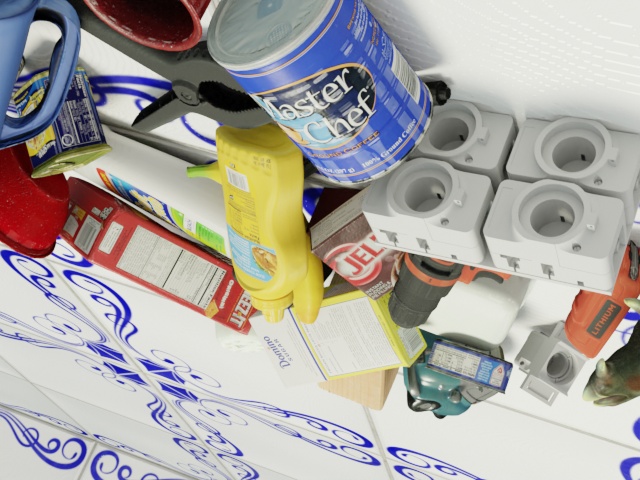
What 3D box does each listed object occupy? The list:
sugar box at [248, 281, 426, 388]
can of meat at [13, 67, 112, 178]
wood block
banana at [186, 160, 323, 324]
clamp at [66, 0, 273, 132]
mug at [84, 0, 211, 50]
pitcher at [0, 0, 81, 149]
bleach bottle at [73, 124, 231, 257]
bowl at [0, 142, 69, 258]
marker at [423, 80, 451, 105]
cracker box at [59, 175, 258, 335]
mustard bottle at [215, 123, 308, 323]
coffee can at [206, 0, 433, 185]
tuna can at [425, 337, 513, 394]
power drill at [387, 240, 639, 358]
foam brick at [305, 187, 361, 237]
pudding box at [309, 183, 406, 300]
[{"bbox_3d":[0.015,0.095,1.107,0.177,0.048,0.093,-15,107,43],"label":"sugar box"},{"bbox_3d":[-0.250,-0.113,1.022,0.102,0.057,0.084,-15,91,56],"label":"can of meat"},{"bbox_3d":[0.048,0.120,1.259,0.091,0.090,0.206,20,158,11],"label":"wood block"},{"bbox_3d":[-0.045,-0.011,1.043,0.070,0.037,0.198,-34,98,21],"label":"banana"},{"bbox_3d":[-0.114,-0.142,0.900,0.210,0.036,0.164,9,151,31],"label":"clamp"},{"bbox_3d":[-0.118,-0.195,0.725,0.117,0.081,0.093,23,158,0],"label":"mug"},{"bbox_3d":[-0.309,-0.124,0.887,0.149,0.144,0.243,36,130,13],"label":"pitcher"},{"bbox_3d":[-0.174,-0.060,1.112,0.251,0.068,0.102,25,163,5],"label":"bleach bottle"},{"bbox_3d":[-0.308,-0.063,1.090,0.055,0.162,0.162,-34,133,12],"label":"bowl"},{"bbox_3d":[0.048,-0.113,0.828,0.121,0.020,0.020,5,151,39],"label":"marker"},{"bbox_3d":[-0.182,0.015,1.194,0.213,0.072,0.164,29,178,-33],"label":"cracker box"},{"bbox_3d":[-0.050,-0.009,0.976,0.096,0.058,0.192,27,130,45],"label":"mustard bottle"},{"bbox_3d":[0.002,-0.120,0.748,0.103,0.102,0.140,4,151,40],"label":"coffee can"},{"bbox_3d":[0.153,0.129,1.096,0.086,0.034,0.086,19,176,1],"label":"tuna can"},{"bbox_3d":[0.165,0.034,0.917,0.187,0.057,0.185,21,131,-3],"label":"power drill"},{"bbox_3d":[0.032,-0.008,1.037,0.053,0.051,0.078,6,152,35],"label":"foam brick"},{"bbox_3d":[0.059,-0.006,0.962,0.114,0.039,0.090,-38,125,22],"label":"pudding box"}]
